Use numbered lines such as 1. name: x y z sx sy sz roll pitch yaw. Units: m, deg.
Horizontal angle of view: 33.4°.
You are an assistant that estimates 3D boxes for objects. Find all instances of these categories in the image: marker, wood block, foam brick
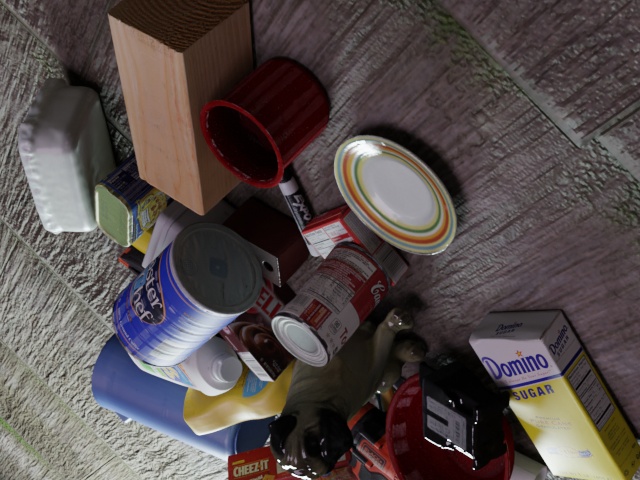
1. marker: -0.023 -0.036 1.067 0.020 0.020 0.121 10 136 43
2. wood block: -0.121 -0.136 0.989 0.090 0.090 0.206 31 148 22
3. foam brick: -0.057 0.001 1.121 0.078 0.051 0.053 29 147 23

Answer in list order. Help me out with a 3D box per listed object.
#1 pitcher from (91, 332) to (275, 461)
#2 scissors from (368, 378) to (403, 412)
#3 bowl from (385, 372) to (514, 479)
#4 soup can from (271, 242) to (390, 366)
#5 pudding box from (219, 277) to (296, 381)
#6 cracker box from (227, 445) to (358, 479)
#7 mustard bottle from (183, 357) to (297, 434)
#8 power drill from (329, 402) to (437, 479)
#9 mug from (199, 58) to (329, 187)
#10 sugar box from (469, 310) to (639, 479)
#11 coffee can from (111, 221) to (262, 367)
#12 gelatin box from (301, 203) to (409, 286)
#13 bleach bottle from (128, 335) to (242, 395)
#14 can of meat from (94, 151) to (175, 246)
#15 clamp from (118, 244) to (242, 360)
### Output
1. pitcher: -0.183 0.202 1.459 0.243 0.145 0.149 20 154 28
2. scissors: 0.079 0.236 1.240 0.096 0.016 0.202 26 131 43
3. bowl: 0.144 0.208 1.099 0.162 0.055 0.162 11 105 45
4. soup can: 0.010 0.060 1.003 0.069 0.102 0.068 30 148 21
5. pudding box: -0.066 0.089 1.202 0.113 0.090 0.039 53 150 -18
6. cracker box: -0.012 0.351 1.403 0.164 0.072 0.213 -16 127 6
7. mustard bottle: -0.073 0.176 1.299 0.192 0.096 0.058 -19 118 29
8. power drill: 0.037 0.264 1.235 0.185 0.057 0.188 39 135 24
9. mug: -0.050 -0.103 0.954 0.093 0.081 0.117 45 149 -3
10. sugar box: 0.217 0.145 0.982 0.094 0.048 0.176 -9 123 54
11. coffee can: -0.139 0.058 1.099 0.103 0.102 0.141 46 134 -4
12. gelatin box: 0.034 0.008 1.044 0.089 0.030 0.073 50 150 -13
13. bleach bottle: -0.167 0.129 1.292 0.251 0.068 0.102 6 126 59
14. can of meat: -0.206 -0.051 1.200 0.057 0.083 0.102 36 149 13
15. clamp: -0.171 0.073 1.348 0.210 0.036 0.164 32 162 31
